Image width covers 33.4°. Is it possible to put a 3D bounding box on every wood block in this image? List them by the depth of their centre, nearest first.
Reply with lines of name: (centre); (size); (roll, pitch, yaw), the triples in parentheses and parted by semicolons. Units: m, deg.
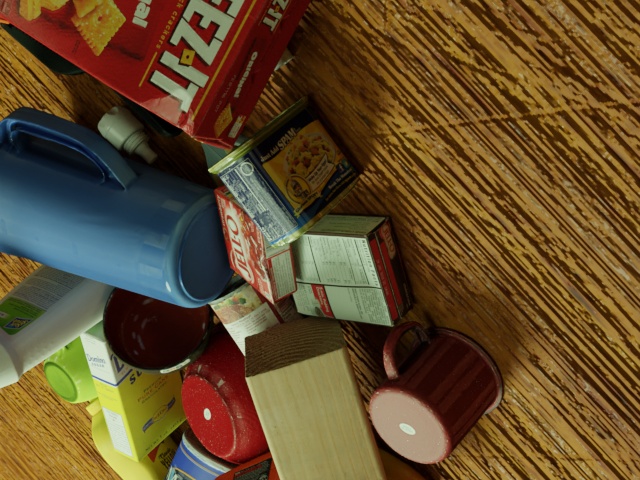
wood block: (0.004, 0.181, 0.957); (0.091, 0.090, 0.206); (-107, 0, -72)

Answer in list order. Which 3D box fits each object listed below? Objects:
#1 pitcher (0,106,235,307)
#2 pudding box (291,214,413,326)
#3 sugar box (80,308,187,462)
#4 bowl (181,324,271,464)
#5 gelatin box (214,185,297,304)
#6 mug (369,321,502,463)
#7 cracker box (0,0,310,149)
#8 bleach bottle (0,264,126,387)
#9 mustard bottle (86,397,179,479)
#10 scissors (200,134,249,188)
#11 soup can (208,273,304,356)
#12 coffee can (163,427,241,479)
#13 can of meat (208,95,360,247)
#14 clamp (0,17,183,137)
pitcher: (-0.198, -0.028, 0.998); (0.243, 0.149, 0.145); (17, 91, 30)
pudding box: (0.019, 0.024, 0.925); (0.114, 0.039, 0.090); (3, 120, 39)
sugar box: (-0.202, 0.148, 1.181); (0.048, 0.093, 0.176); (18, 131, 31)
bowl: (-0.095, 0.171, 1.103); (0.162, 0.055, 0.162); (27, 128, 41)
gelatin box: (-0.056, 0.001, 0.926); (0.073, 0.030, 0.089); (37, 145, 43)
mug: (0.090, 0.125, 0.905); (0.093, 0.081, 0.117); (-10, 113, 46)
cracker box: (-0.125, -0.192, 0.803); (0.214, 0.072, 0.164); (33, 101, 20)
bleach bottle: (-0.291, 0.078, 1.084); (0.103, 0.250, 0.068); (12, 128, 36)
mustard bottle: (-0.216, 0.244, 1.267); (0.058, 0.096, 0.191); (-38, 91, 25)
scissors: (-0.112, -0.094, 0.947); (0.202, 0.016, 0.096); (35, 145, 3)
soup can: (-0.051, 0.080, 1.010); (0.069, 0.068, 0.102); (-21, 106, 49)
coffee can: (-0.129, 0.290, 1.168); (0.103, 0.102, 0.140); (28, 97, 24)
can of meat: (-0.025, -0.054, 0.857); (0.084, 0.102, 0.058); (53, 140, -8)
clamp: (-0.210, -0.179, 0.976); (0.210, 0.036, 0.164); (13, 128, 31)
